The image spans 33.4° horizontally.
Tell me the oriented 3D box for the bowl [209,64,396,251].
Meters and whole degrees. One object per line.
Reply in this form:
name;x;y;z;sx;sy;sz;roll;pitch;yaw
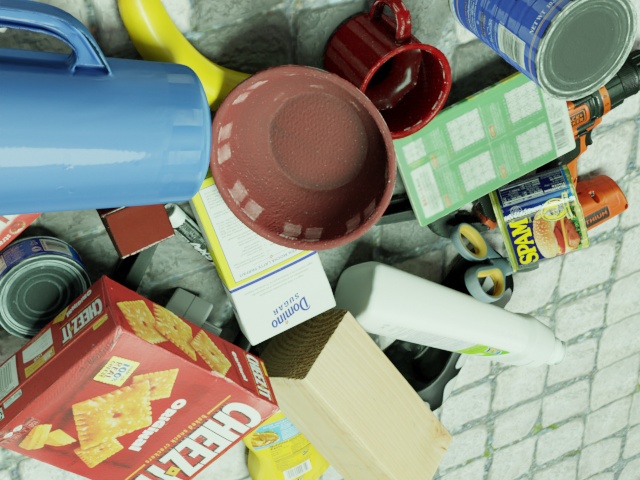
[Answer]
bowl;-0.010;-0.075;0.896;0.162;0.055;0.162;7;115;14

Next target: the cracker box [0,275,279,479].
cracker box;-0.165;0.141;0.946;0.164;0.072;0.213;-39;135;15

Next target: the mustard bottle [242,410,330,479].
mustard bottle;-0.045;0.200;1.177;0.096;0.058;0.191;-23;134;-13

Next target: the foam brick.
foam brick;-0.164;-0.034;0.901;0.053;0.078;0.051;-25;135;-10

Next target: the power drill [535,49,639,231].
power drill;0.283;-0.099;1.140;0.184;0.057;0.187;-26;132;-6

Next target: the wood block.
wood block;0.034;0.172;1.098;0.206;0.090;0.090;51;56;-27

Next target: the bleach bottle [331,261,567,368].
bleach bottle;0.144;0.088;1.123;0.250;0.103;0.068;18;75;-21

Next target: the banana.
banana;-0.101;-0.151;0.877;0.197;0.037;0.069;25;91;-43

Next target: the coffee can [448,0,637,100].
coffee can;0.193;-0.201;0.940;0.102;0.140;0.103;-17;132;-20

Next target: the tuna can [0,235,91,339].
tuna can;-0.239;0.041;0.907;0.086;0.034;0.086;-13;123;-22

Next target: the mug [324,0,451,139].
mug;0.055;-0.158;0.932;0.093;0.082;0.117;-15;131;-21

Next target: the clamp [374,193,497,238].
clamp;0.131;-0.054;1.094;0.171;0.039;0.120;11;123;-43

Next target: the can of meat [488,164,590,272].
can of meat;0.226;-0.023;1.101;0.084;0.057;0.102;-17;135;10

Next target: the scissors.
scissors;0.188;0.013;1.148;0.016;0.096;0.201;-30;180;28

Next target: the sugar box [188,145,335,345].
sugar box;-0.057;0.001;0.989;0.093;0.048;0.176;-24;120;-11

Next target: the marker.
marker;-0.109;0.004;1.006;0.020;0.020;0.121;-40;136;3

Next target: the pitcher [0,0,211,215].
pitcher;-0.206;-0.088;0.777;0.242;0.149;0.145;-3;84;-26
